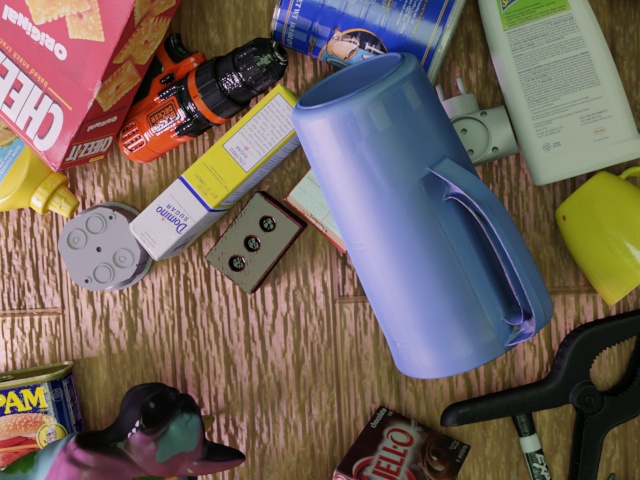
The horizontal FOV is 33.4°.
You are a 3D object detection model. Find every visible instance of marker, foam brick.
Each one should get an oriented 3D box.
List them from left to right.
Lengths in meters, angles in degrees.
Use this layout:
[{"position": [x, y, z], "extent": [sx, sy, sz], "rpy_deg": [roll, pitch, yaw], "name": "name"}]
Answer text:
[{"position": [-0.056, 0.001, 0.937], "extent": [0.053, 0.051, 0.078], "rpy_deg": [38, 96, 2], "name": "foam brick"}, {"position": [0.193, 0.202, 0.944], "extent": [0.020, 0.020, 0.121], "rpy_deg": [-17, 92, 6], "name": "marker"}]

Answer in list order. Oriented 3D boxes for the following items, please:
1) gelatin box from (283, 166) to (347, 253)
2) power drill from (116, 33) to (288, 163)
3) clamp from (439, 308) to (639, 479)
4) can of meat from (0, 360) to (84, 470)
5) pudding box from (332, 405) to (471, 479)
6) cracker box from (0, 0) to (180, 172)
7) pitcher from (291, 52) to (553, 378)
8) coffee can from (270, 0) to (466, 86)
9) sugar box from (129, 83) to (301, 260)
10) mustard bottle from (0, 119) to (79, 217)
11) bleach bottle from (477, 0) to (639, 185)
[{"position": [0.024, -0.045, 0.937], "extent": [0.073, 0.030, 0.089], "rpy_deg": [41, 96, 3], "name": "gelatin box"}, {"position": [-0.130, -0.179, 0.902], "extent": [0.185, 0.057, 0.187], "rpy_deg": [-26, 88, 31], "name": "power drill"}, {"position": [0.215, 0.132, 0.916], "extent": [0.164, 0.036, 0.210], "rpy_deg": [36, 90, -7], "name": "clamp"}, {"position": [-0.267, 0.161, 0.965], "extent": [0.102, 0.057, 0.084], "rpy_deg": [-10, 95, 5], "name": "can of meat"}, {"position": [0.068, 0.196, 0.901], "extent": [0.090, 0.113, 0.039], "rpy_deg": [23, 117, 14], "name": "pudding box"}, {"position": [-0.212, -0.189, 0.872], "extent": [0.164, 0.072, 0.214], "rpy_deg": [43, 123, 14], "name": "cracker box"}, {"position": [0.080, -0.021, 0.842], "extent": [0.149, 0.145, 0.243], "rpy_deg": [-21, 111, 17], "name": "pitcher"}, {"position": [0.042, -0.188, 0.889], "extent": [0.140, 0.102, 0.103], "rpy_deg": [21, 96, 3], "name": "coffee can"}, {"position": [-0.080, -0.058, 0.914], "extent": [0.176, 0.093, 0.048], "rpy_deg": [-40, 88, 6], "name": "sugar box"}, {"position": [-0.296, -0.082, 0.949], "extent": [0.191, 0.058, 0.096], "rpy_deg": [35, 98, 2], "name": "mustard bottle"}, {"position": [0.191, -0.178, 0.897], "extent": [0.102, 0.068, 0.251], "rpy_deg": [-16, 90, 8], "name": "bleach bottle"}]
